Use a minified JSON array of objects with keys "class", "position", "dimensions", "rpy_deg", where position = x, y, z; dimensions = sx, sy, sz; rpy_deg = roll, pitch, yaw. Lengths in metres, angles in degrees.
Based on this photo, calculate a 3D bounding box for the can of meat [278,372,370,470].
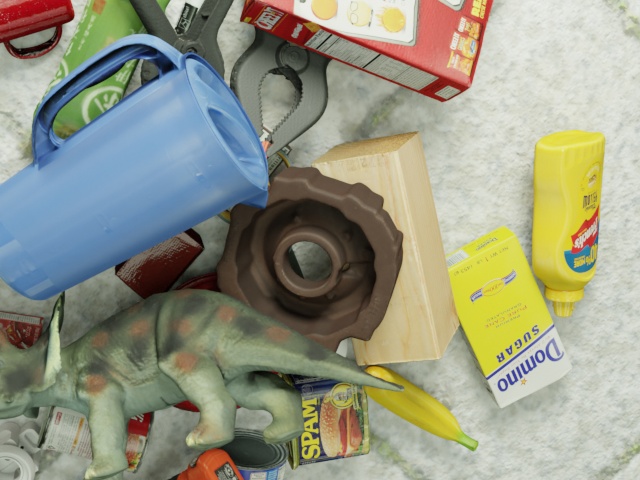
[{"class":"can of meat","position":[0.004,0.183,1.121],"dimensions":[0.084,0.057,0.102],"rpy_deg":[-7,107,-12]}]

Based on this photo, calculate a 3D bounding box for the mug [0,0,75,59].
[{"class":"mug","position":[-0.266,-0.213,0.948],"dimensions":[0.081,0.093,0.117],"rpy_deg":[-19,133,-10]}]

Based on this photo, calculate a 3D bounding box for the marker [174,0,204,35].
[{"class":"marker","position":[-0.137,-0.180,1.012],"dimensions":[0.020,0.020,0.121],"rpy_deg":[21,101,-16]}]

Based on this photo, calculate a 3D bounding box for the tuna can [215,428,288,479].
[{"class":"tuna can","position":[-0.078,0.229,1.103],"dimensions":[0.086,0.086,0.034],"rpy_deg":[5,106,-12]}]

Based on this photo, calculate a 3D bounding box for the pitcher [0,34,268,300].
[{"class":"pitcher","position":[-0.178,-0.055,0.919],"dimensions":[0.243,0.145,0.149],"rpy_deg":[-29,73,13]}]

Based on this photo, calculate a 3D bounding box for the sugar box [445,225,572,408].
[{"class":"sugar box","position":[0.194,0.083,1.134],"dimensions":[0.093,0.048,0.176],"rpy_deg":[-28,107,-1]}]

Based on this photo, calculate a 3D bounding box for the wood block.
[{"class":"wood block","position":[0.066,0.007,1.045],"dimensions":[0.090,0.090,0.206],"rpy_deg":[-7,105,21]}]

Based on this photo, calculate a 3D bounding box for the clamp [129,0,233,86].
[{"class":"clamp","position":[-0.131,-0.176,0.948],"dimensions":[0.120,0.039,0.171],"rpy_deg":[1,110,-25]}]

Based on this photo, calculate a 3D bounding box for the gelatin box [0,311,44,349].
[{"class":"gelatin box","position":[-0.318,0.115,1.055],"dimensions":[0.073,0.030,0.089],"rpy_deg":[11,103,-13]}]

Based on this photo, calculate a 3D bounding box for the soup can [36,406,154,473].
[{"class":"soup can","position":[-0.226,0.189,1.074],"dimensions":[0.102,0.068,0.068],"rpy_deg":[18,101,-14]}]

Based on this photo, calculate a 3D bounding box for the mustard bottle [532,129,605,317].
[{"class":"mustard bottle","position":[0.254,-0.013,1.099],"dimensions":[0.096,0.058,0.192],"rpy_deg":[-22,116,-49]}]

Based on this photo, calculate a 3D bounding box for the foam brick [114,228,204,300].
[{"class":"foam brick","position":[-0.159,0.014,1.045],"dimensions":[0.051,0.053,0.078],"rpy_deg":[39,94,-18]}]

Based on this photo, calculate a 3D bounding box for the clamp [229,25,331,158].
[{"class":"clamp","position":[-0.037,-0.177,0.997],"dimensions":[0.164,0.036,0.210],"rpy_deg":[26,79,-13]}]

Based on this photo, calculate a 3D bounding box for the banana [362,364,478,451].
[{"class":"banana","position":[0.093,0.166,1.113],"dimensions":[0.197,0.070,0.037],"rpy_deg":[36,73,-40]}]

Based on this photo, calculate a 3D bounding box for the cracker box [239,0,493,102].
[{"class":"cracker box","position":[0.052,-0.241,0.977],"dimensions":[0.213,0.072,0.164],"rpy_deg":[19,76,-14]}]
